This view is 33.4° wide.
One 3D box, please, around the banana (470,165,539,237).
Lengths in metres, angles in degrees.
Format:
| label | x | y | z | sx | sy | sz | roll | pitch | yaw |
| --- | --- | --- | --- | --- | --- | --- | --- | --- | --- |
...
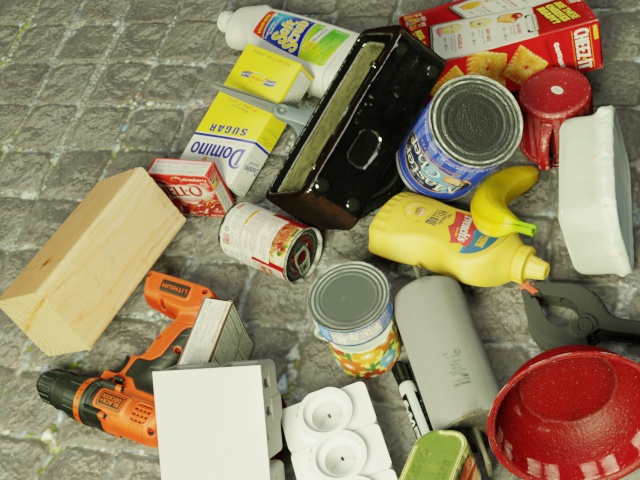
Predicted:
| label | x | y | z | sx | sy | sz | roll | pitch | yaw |
| --- | --- | --- | --- | --- | --- | --- | --- | --- | --- |
| banana | 0.197 | -0.041 | 1.140 | 0.069 | 0.037 | 0.197 | 11 | 25 | 8 |

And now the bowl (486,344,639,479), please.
| label | x | y | z | sx | sy | sz | roll | pitch | yaw |
| --- | --- | --- | --- | --- | --- | --- | --- | --- | --- |
| bowl | 0.229 | 0.149 | 0.968 | 0.162 | 0.162 | 0.055 | -11 | 31 | 9 |

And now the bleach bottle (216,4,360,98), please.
| label | x | y | z | sx | sy | sz | roll | pitch | yaw |
| --- | --- | --- | --- | --- | --- | --- | --- | --- | --- |
| bleach bottle | -0.046 | -0.255 | 1.417 | 0.251 | 0.068 | 0.102 | 26 | 63 | 34 |

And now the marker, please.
| label | x | y | z | sx | sy | sz | roll | pitch | yaw |
| --- | --- | --- | --- | --- | --- | --- | --- | --- | --- |
| marker | 0.096 | 0.171 | 1.068 | 0.020 | 0.020 | 0.121 | -20 | 50 | 1 |

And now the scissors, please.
| label | x | y | z | sx | sy | sz | roll | pitch | yaw |
| --- | --- | --- | --- | --- | --- | --- | --- | --- | --- |
| scissors | -0.042 | -0.135 | 1.270 | 0.202 | 0.016 | 0.096 | 8 | 69 | 4 |

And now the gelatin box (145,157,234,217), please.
| label | x | y | z | sx | sy | sz | roll | pitch | yaw |
| --- | --- | --- | --- | --- | --- | --- | --- | --- | --- |
| gelatin box | -0.158 | -0.063 | 1.288 | 0.089 | 0.073 | 0.030 | 5 | 51 | 25 |

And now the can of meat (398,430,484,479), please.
| label | x | y | z | sx | sy | sz | roll | pitch | yaw |
| --- | --- | --- | --- | --- | --- | --- | --- | --- | --- |
| can of meat | 0.109 | 0.233 | 0.956 | 0.058 | 0.084 | 0.102 | -2 | 39 | 32 |

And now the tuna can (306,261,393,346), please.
| label | x | y | z | sx | sy | sz | roll | pitch | yaw |
| --- | --- | --- | --- | --- | --- | --- | --- | --- | --- |
| tuna can | 0.031 | 0.065 | 1.091 | 0.086 | 0.033 | 0.086 | -8 | 52 | 10 |

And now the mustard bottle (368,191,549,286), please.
| label | x | y | z | sx | sy | sz | roll | pitch | yaw |
| --- | --- | --- | --- | --- | --- | --- | --- | --- | --- |
| mustard bottle | 0.154 | 0.005 | 1.149 | 0.192 | 0.058 | 0.096 | 19 | 37 | 27 |

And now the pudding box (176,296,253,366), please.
| label | x | y | z | sx | sy | sz | roll | pitch | yaw |
| --- | --- | --- | --- | --- | --- | --- | --- | --- | --- |
| pudding box | -0.113 | 0.129 | 1.118 | 0.039 | 0.090 | 0.113 | 5 | 56 | 19 |

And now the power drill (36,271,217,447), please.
| label | x | y | z | sx | sy | sz | roll | pitch | yaw |
| --- | --- | --- | --- | --- | --- | --- | --- | --- | --- |
| power drill | -0.202 | 0.125 | 1.173 | 0.185 | 0.057 | 0.187 | 15 | 61 | 29 |

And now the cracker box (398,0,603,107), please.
| label | x | y | z | sx | sy | sz | roll | pitch | yaw |
| --- | --- | --- | --- | --- | --- | --- | --- | --- | --- |
| cracker box | 0.213 | -0.239 | 1.293 | 0.214 | 0.072 | 0.164 | -14 | 33 | 4 |

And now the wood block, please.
| label | x | y | z | sx | sy | sz | roll | pitch | yaw |
| --- | --- | --- | --- | --- | --- | --- | --- | --- | --- |
| wood block | -0.256 | 0.022 | 1.209 | 0.091 | 0.090 | 0.205 | -13 | 34 | 44 |

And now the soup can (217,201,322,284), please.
| label | x | y | z | sx | sy | sz | roll | pitch | yaw |
| --- | --- | --- | --- | --- | --- | --- | --- | --- | --- |
| soup can | -0.058 | 0.001 | 1.216 | 0.102 | 0.068 | 0.068 | 22 | 62 | 31 |

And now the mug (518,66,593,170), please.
| label | x | y | z | sx | sy | sz | roll | pitch | yaw |
| --- | --- | --- | --- | --- | --- | --- | --- | --- | --- |
| mug | 0.265 | -0.134 | 1.211 | 0.093 | 0.081 | 0.117 | 11 | 57 | 24 |

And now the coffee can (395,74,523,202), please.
| label | x | y | z | sx | sy | sz | roll | pitch | yaw |
| --- | --- | --- | --- | --- | --- | --- | --- | --- | --- |
| coffee can | 0.149 | -0.108 | 1.169 | 0.102 | 0.140 | 0.103 | 2 | 77 | -10 |

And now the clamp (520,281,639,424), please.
| label | x | y | z | sx | sy | sz | roll | pitch | yaw |
| --- | --- | --- | --- | --- | --- | --- | --- | --- | --- |
| clamp | 0.275 | 0.090 | 1.063 | 0.120 | 0.039 | 0.172 | -33 | 55 | -10 |

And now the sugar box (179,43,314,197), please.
| label | x | y | z | sx | sy | sz | roll | pitch | yaw |
| --- | --- | --- | --- | --- | --- | --- | --- | --- | --- |
| sugar box | -0.093 | -0.150 | 1.326 | 0.093 | 0.048 | 0.176 | 26 | 81 | 32 |
